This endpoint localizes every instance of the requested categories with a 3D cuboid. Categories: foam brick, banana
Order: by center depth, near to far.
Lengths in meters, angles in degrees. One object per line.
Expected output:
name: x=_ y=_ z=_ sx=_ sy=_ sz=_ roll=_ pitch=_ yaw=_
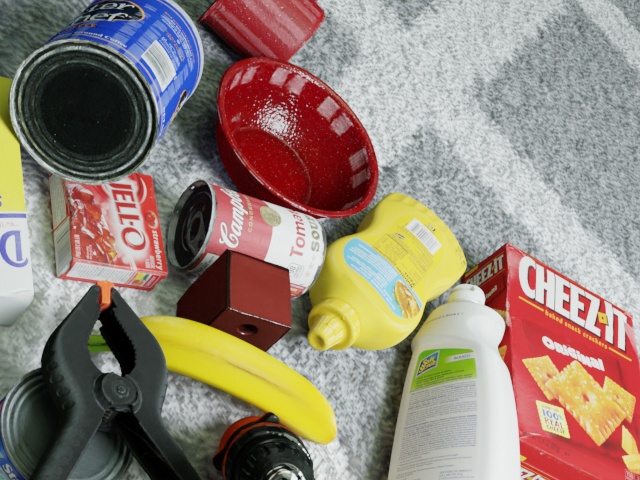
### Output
banana: x=-0.056 y=0.092 z=0.726 sx=0.197 sy=0.070 sz=0.037 roll=28 pitch=66 yaw=-22
foam brick: x=-0.062 y=0.052 z=0.750 sx=0.052 sy=0.078 sz=0.051 roll=19 pitch=48 yaw=-27

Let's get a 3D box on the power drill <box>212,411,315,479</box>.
power drill: x=0.008 y=0.188 z=0.647 sx=0.057 sy=0.184 sz=0.187 roll=-37 pitch=92 yaw=-8

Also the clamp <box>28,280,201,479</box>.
clamp: x=-0.132 y=0.101 z=0.625 sx=0.120 sy=0.039 sz=0.171 roll=8 pitch=47 yaw=-43

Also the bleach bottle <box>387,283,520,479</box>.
bleach bottle: x=0.111 y=0.130 z=0.820 sx=0.068 sy=0.103 sz=0.250 roll=59 pitch=31 yaw=-34

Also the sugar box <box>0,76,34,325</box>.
sugar box: x=-0.241 y=-0.035 z=0.688 sx=0.093 sy=0.048 sz=0.176 roll=9 pitch=52 yaw=-37

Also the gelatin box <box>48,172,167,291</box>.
gelatin box: x=-0.152 y=-0.012 z=0.760 sx=0.073 sy=0.030 sz=0.089 roll=11 pitch=52 yaw=-35

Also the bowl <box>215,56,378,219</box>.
bowl: x=-0.030 y=-0.074 z=0.897 sx=0.162 sy=0.055 sz=0.162 roll=23 pitch=46 yaw=-26

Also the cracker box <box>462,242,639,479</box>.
cracker box: x=0.207 y=0.126 z=0.929 sx=0.164 sy=0.072 sz=0.213 roll=29 pitch=43 yaw=-21

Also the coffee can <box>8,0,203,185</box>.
coffee can: x=-0.148 y=-0.114 z=0.763 sx=0.102 sy=0.103 sz=0.140 roll=37 pitch=25 yaw=-12

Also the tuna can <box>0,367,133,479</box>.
tuna can: x=-0.158 y=0.121 z=0.644 sx=0.086 sy=0.034 sz=0.086 roll=23 pitch=46 yaw=-26

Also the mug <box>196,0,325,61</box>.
mug: x=-0.044 y=-0.210 z=0.962 sx=0.081 sy=0.093 sz=0.117 roll=43 pitch=69 yaw=-13

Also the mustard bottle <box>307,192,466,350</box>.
mustard bottle: x=0.044 y=0.036 z=0.871 sx=0.096 sy=0.058 sz=0.191 roll=47 pitch=40 yaw=2

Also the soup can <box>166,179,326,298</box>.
soup can: x=-0.055 y=0.001 z=0.805 sx=0.102 sy=0.069 sz=0.068 roll=18 pitch=48 yaw=-32
